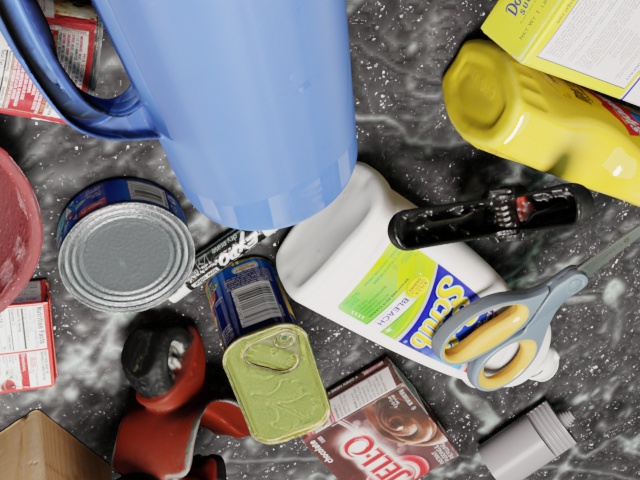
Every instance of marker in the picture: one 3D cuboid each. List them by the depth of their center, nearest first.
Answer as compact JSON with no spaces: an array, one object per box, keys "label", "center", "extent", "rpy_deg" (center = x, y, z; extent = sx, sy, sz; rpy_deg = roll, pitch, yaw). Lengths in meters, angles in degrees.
[{"label":"marker","center":[-0.055,0.001,0.713],"extent":[0.121,0.020,0.020],"rpy_deg":[-35,128,8]}]

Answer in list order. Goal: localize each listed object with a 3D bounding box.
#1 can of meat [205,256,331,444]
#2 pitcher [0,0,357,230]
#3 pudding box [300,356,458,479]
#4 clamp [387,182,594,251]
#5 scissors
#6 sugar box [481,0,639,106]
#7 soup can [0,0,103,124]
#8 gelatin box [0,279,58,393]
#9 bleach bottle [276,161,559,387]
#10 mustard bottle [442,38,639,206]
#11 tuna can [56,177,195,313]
[{"label":"can of meat","center":[-0.038,0.073,0.729],"extent":[0.057,0.084,0.102],"rpy_deg":[-20,128,-4]},{"label":"pitcher","center":[-0.056,-0.109,0.537],"extent":[0.149,0.145,0.243],"rpy_deg":[5,145,13]},{"label":"pudding box","center":[0.045,0.153,0.842],"extent":[0.090,0.039,0.113],"rpy_deg":[-32,128,7]},{"label":"clamp","center":[0.110,-0.015,0.684],"extent":[0.120,0.171,0.039],"rpy_deg":[-3,89,11]},{"label":"scissors","center":[0.172,0.044,0.753],"extent":[0.201,0.016,0.096],"rpy_deg":[-25,132,-7]},{"label":"sugar box","center":[0.183,-0.137,0.643],"extent":[0.175,0.048,0.093],"rpy_deg":[6,125,-48]},{"label":"soup can","center":[-0.174,-0.102,0.569],"extent":[0.102,0.068,0.069],"rpy_deg":[8,122,-22]},{"label":"gelatin box","center":[-0.220,0.065,0.699],"extent":[0.089,0.030,0.073],"rpy_deg":[-6,125,-14]},{"label":"bleach bottle","center":[0.091,0.042,0.764],"extent":[0.250,0.068,0.103],"rpy_deg":[28,111,-35]},{"label":"mustard bottle","center":[0.175,-0.066,0.689],"extent":[0.191,0.096,0.058],"rpy_deg":[17,116,-28]},{"label":"tuna can","center":[-0.125,0.003,0.682],"extent":[0.086,0.034,0.086],"rpy_deg":[-9,127,-12]}]
